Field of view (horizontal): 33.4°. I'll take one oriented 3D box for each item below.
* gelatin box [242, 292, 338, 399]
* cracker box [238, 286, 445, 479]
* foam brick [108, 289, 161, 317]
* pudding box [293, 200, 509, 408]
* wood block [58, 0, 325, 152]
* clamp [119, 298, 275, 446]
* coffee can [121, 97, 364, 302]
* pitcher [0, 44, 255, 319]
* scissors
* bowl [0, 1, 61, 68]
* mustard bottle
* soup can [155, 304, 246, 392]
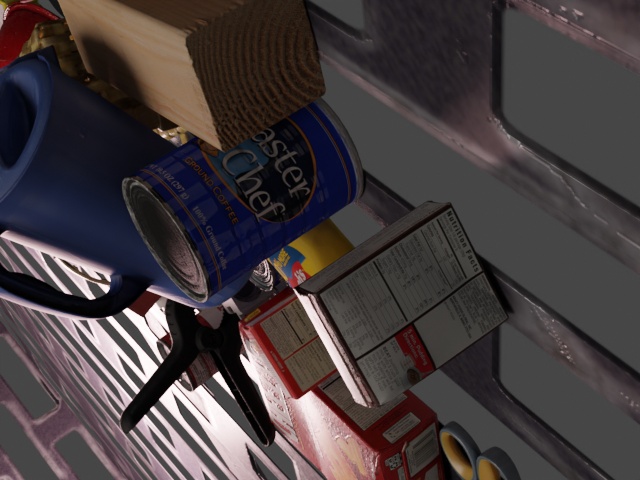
[{"bbox_3d":[-0.009,0.080,0.902,0.073,0.089,0.030,58,160,-5],"label":"gelatin box"},{"bbox_3d":[0.021,0.166,0.987,0.214,0.072,0.164,38,153,40],"label":"cracker box"},{"bbox_3d":[-0.204,0.041,1.247,0.051,0.078,0.053,38,120,-11],"label":"foam brick"},{"bbox_3d":[0.053,0.040,0.680,0.090,0.113,0.039,61,161,-12],"label":"pudding box"},{"bbox_3d":[-0.099,-0.150,0.761,0.206,0.090,0.090,33,148,46],"label":"wood block"},{"bbox_3d":[-0.126,0.108,1.094,0.036,0.164,0.210,-25,66,60],"label":"clamp"},{"bbox_3d":[-0.054,-0.036,0.761,0.103,0.140,0.103,45,156,26],"label":"coffee can"},{"bbox_3d":[-0.162,-0.023,0.831,0.242,0.149,0.145,30,-162,-42],"label":"pitcher"},{"bbox_3d":[0.136,0.221,0.899,0.096,0.016,0.202,44,156,33],"label":"scissors"},{"bbox_3d":[-0.293,-0.172,1.136,0.162,0.055,0.162,30,151,18],"label":"bowl"},{"bbox_3d":[0.005,0.027,0.839,0.192,0.058,0.096,51,163,13],"label":"mustard bottle"},{"bbox_3d":[-0.118,0.108,1.157,0.068,0.102,0.068,45,157,26],"label":"soup can"}]
